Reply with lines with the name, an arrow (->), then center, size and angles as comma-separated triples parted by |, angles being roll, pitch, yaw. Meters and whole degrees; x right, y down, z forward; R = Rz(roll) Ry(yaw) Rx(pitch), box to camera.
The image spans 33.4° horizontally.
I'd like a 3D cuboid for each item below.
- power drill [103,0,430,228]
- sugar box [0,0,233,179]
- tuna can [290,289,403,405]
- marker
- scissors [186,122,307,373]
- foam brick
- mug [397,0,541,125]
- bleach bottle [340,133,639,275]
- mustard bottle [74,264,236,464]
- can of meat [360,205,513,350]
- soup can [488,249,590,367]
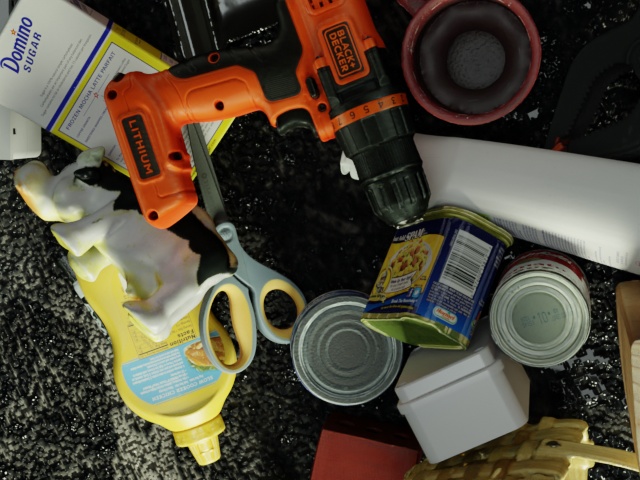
power drill -> -0.035, -0.073, 0.706 | 0.188, 0.057, 0.184 | -20, 87, 8
sugar box -> -0.159, -0.111, 0.802 | 0.176, 0.048, 0.093 | 32, 103, -15
tuna can -> 0.020, 0.081, 0.809 | 0.086, 0.034, 0.086 | 0, 93, -1
marker -> -0.178, 0.059, 0.872 | 0.020, 0.020, 0.121 | -35, 88, 15
scissors -> -0.055, 0.001, 0.814 | 0.096, 0.016, 0.202 | -2, 96, -22
foam brick -> 0.037, 0.168, 0.817 | 0.078, 0.053, 0.051 | 11, 99, 11
mug -> 0.099, -0.136, 0.750 | 0.117, 0.081, 0.093 | 41, 104, 5
bleach bottle -> 0.132, -0.034, 0.736 | 0.251, 0.102, 0.068 | 15, 80, 19
mustard bottle -> -0.119, 0.084, 0.838 | 0.096, 0.058, 0.191 | -20, 93, -8
can of meat -> 0.079, 0.028, 0.751 | 0.057, 0.102, 0.084 | 28, 76, -18
soup can -> 0.154, 0.046, 0.748 | 0.068, 0.102, 0.068 | 2, 97, 13
